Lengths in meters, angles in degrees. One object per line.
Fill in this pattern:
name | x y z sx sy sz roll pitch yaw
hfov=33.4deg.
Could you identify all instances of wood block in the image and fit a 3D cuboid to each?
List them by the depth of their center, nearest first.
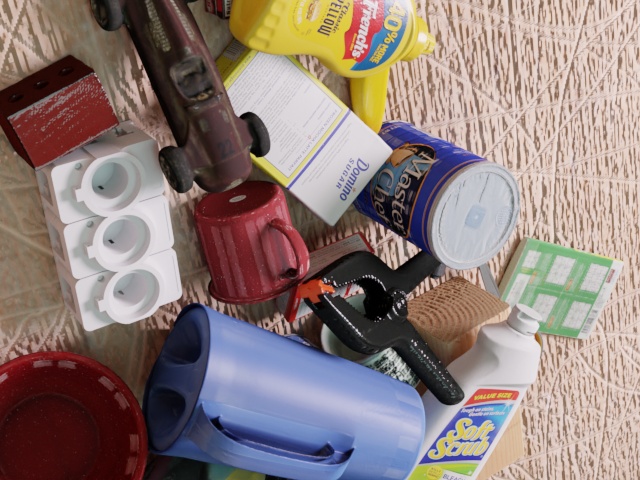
wood block | 0.155 0.157 1.167 0.090 0.090 0.206 -26 123 -23

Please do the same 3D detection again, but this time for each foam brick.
foam brick | -0.206 -0.100 0.825 0.078 0.053 0.051 -33 126 -18

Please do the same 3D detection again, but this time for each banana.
banana | 0.063 -0.192 0.974 0.069 0.037 0.198 14 103 -37

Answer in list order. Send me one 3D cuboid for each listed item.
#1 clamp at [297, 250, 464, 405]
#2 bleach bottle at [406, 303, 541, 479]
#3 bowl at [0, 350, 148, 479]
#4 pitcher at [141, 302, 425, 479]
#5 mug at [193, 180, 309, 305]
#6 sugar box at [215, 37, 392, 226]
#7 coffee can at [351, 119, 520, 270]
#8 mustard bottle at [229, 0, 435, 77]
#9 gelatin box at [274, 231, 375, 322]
clamp | 0.064 0.053 0.989 0.209 0.036 0.164 24 60 -40
bleach bottle | 0.139 0.172 1.070 0.102 0.068 0.251 21 108 -23
bowl | -0.231 0.175 0.911 0.162 0.055 0.162 2 83 -16
pitcher | -0.027 0.157 0.955 0.242 0.145 0.149 20 60 -25
mug | -0.056 0.001 0.937 0.093 0.117 0.081 -32 122 -34
sugar box | -0.026 -0.100 0.944 0.093 0.048 0.176 -51 125 -2
coffee can | 0.103 -0.045 1.002 0.102 0.140 0.103 -15 119 -28
mustard bottle | 0.023 -0.186 0.888 0.191 0.058 0.096 10 113 -39
gelatin box | 0.003 0.034 1.025 0.089 0.030 0.073 -24 154 -23
